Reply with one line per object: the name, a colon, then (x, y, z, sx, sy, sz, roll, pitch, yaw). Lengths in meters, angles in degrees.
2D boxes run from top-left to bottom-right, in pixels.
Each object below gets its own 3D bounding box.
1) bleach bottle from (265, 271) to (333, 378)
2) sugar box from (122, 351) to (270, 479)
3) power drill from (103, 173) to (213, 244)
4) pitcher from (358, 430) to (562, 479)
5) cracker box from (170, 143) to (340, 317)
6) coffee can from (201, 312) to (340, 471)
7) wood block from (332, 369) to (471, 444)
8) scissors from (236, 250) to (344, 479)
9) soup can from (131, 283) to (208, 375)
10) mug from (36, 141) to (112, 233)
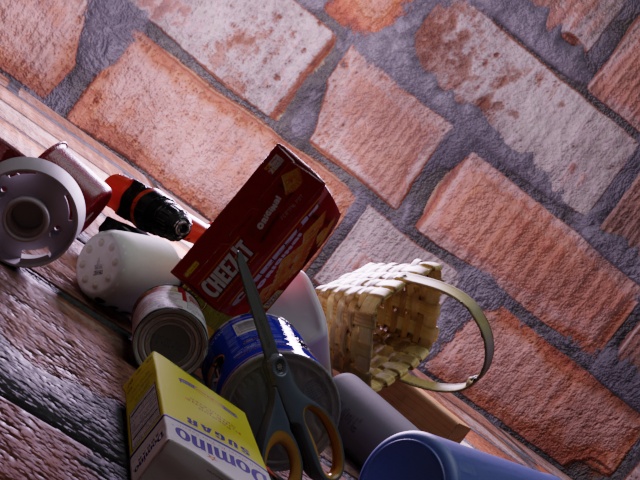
bleach bottle: (-0.023, 0.131, 1.323, 0.251, 0.068, 0.102, 79, -12, -65)
sugar box: (-0.085, 0.141, 0.731, 0.093, 0.048, 0.176, 37, 0, -17)
power drill: (-0.163, -0.015, 1.314, 0.187, 0.057, 0.185, 31, -1, -41)
pitcher: (0.148, 0.264, 0.988, 0.149, 0.145, 0.242, -3, -23, 40)
cracker box: (-0.057, 0.001, 1.114, 0.072, 0.164, 0.213, 39, -2, 8)
coffee can: (-0.047, 0.128, 0.936, 0.102, 0.103, 0.140, 36, 1, -16)
wood block: (0.098, 0.233, 1.510, 0.206, 0.090, 0.090, 37, 0, 24)
scissors: (-0.043, 0.116, 0.832, 0.016, 0.096, 0.201, -12, -67, 47)
soup can: (-0.138, 0.082, 0.969, 0.068, 0.068, 0.102, 36, 1, -13)
mug: (-0.299, -0.052, 1.226, 0.081, 0.093, 0.117, 41, 15, 1)
